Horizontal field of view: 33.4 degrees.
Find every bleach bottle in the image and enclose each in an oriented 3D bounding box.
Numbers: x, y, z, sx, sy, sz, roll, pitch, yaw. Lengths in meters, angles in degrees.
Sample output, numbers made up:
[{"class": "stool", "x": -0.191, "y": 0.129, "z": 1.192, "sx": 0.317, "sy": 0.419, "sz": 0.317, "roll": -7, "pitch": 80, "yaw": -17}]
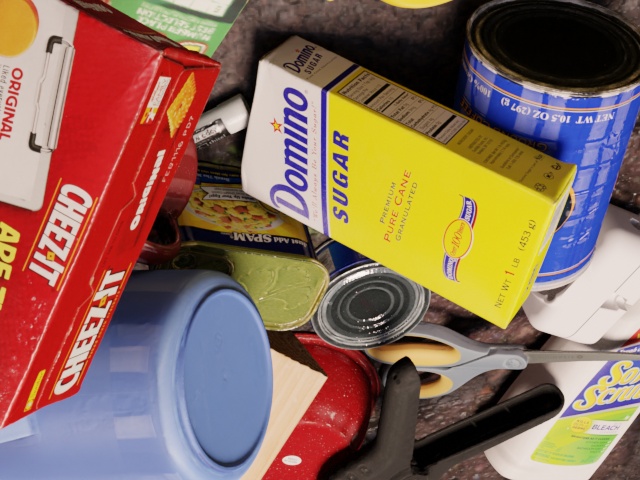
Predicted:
[{"class": "bleach bottle", "x": 0.217, "y": 0.077, "z": 0.795, "sx": 0.102, "sy": 0.068, "sz": 0.251, "roll": 9, "pitch": 126, "yaw": -24}]

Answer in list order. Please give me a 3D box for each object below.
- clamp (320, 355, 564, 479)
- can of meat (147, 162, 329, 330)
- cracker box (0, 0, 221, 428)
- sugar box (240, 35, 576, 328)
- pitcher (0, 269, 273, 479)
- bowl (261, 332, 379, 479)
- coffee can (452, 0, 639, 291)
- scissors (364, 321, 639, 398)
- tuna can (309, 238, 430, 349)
[{"class": "clamp", "x": 0.055, "y": 0.156, "z": 0.766, "sx": 0.164, "sy": 0.036, "sz": 0.210, "roll": 23, "pitch": 123, "yaw": -41}, {"class": "can of meat", "x": -0.054, "y": 0.001, "z": 0.630, "sx": 0.102, "sy": 0.084, "sz": 0.057, "roll": 8, "pitch": 129, "yaw": -23}, {"class": "cracker box", "x": -0.171, "y": -0.049, "z": 0.449, "sx": 0.214, "sy": 0.072, "sz": 0.164, "roll": 29, "pitch": 103, "yaw": 13}, {"class": "sugar box", "x": 0.042, "y": -0.033, "z": 0.583, "sx": 0.176, "sy": 0.048, "sz": 0.093, "roll": 26, "pitch": 131, "yaw": 16}, {"class": "pitcher", "x": -0.157, "y": 0.078, "z": 0.557, "sx": 0.243, "sy": 0.149, "sz": 0.145, "roll": -5, "pitch": 140, "yaw": 25}, {"class": "bowl", "x": -0.028, "y": 0.143, "z": 0.789, "sx": 0.162, "sy": 0.055, "sz": 0.162, "roll": -8, "pitch": 133, "yaw": -9}, {"class": "coffee can", "x": 0.124, "y": -0.055, "z": 0.617, "sx": 0.102, "sy": 0.103, "sz": 0.140, "roll": -5, "pitch": 132, "yaw": -12}, {"class": "scissors", "x": 0.129, "y": 0.094, "z": 0.779, "sx": 0.201, "sy": 0.016, "sz": 0.096, "roll": 9, "pitch": 141, "yaw": 0}, {"class": "tuna can", "x": 0.030, "y": 0.034, "z": 0.720, "sx": 0.086, "sy": 0.034, "sz": 0.086, "roll": -8, "pitch": 133, "yaw": -9}]
